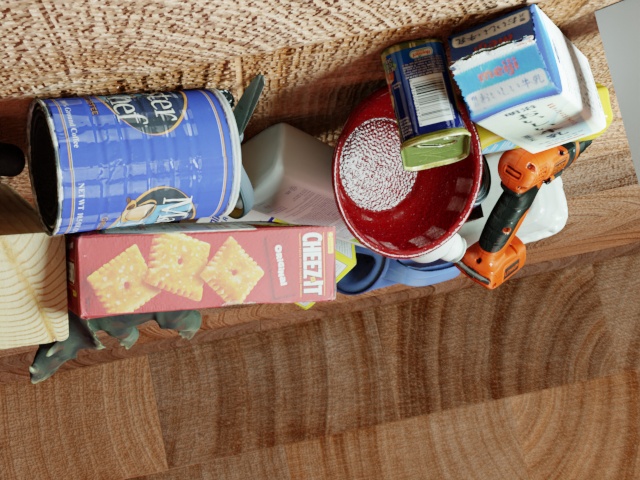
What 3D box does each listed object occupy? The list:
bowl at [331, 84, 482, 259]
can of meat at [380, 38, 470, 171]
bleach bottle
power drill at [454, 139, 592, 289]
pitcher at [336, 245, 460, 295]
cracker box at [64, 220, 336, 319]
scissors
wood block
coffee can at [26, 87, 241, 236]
[{"bbox_3d":[0.068,-0.066,0.974,0.161,0.162,0.055,-7,-168,-28],"label":"bowl"},{"bbox_3d":[0.086,-0.111,0.876,0.057,0.084,0.102,-13,171,5],"label":"can of meat"},{"bbox_3d":[0.037,-0.031,1.054,0.250,0.068,0.103,24,149,-29],"label":"bleach bottle"},{"bbox_3d":[0.230,-0.047,1.200,0.184,0.057,0.188,-26,144,-47],"label":"power drill"},{"bbox_3d":[0.118,0.000,1.432,0.242,0.149,0.145,-7,166,-47],"label":"pitcher"},{"bbox_3d":[-0.115,0.021,0.913,0.213,0.072,0.164,-2,-177,-22],"label":"cracker box"},{"bbox_3d":[-0.069,-0.073,0.930,0.016,0.096,0.202,-43,-169,-31],"label":"scissors"},{"bbox_3d":[-0.282,0.016,0.898,0.090,0.091,0.206,-6,-165,-27],"label":"wood block"},{"bbox_3d":[-0.144,-0.062,0.818,0.140,0.103,0.103,-7,170,-25],"label":"coffee can"}]
